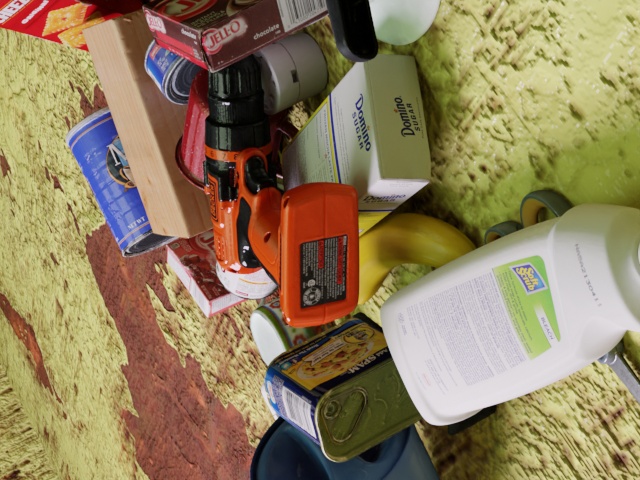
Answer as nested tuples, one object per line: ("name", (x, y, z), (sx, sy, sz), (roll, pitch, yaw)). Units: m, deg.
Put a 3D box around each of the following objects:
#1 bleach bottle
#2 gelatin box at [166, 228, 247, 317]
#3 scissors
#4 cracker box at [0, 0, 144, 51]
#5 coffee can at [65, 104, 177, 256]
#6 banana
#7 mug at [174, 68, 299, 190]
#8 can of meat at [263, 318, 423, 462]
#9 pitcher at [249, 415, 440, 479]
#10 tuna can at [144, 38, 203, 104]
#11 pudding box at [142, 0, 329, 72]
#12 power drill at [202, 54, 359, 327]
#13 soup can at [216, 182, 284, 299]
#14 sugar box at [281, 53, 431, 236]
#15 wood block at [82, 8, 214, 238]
("bleach bottle", (0.130, 0.044, 0.630), (0.251, 0.068, 0.102), (-31, 84, 60))
("gelatin box", (-0.104, 0.026, 1.078), (0.089, 0.073, 0.030), (50, 149, 31))
("scissors", (0.171, 0.046, 0.642), (0.202, 0.016, 0.096), (48, 149, 33))
("cracker box", (-0.266, -0.271, 1.001), (0.164, 0.072, 0.213), (61, -162, 10))
("coffee can", (-0.194, -0.067, 1.136), (0.140, 0.102, 0.103), (63, 154, 6))
("banana", (0.059, 0.014, 0.803), (0.198, 0.037, 0.069), (-10, 101, 63))
("mug", (-0.063, -0.092, 0.897), (0.117, 0.093, 0.082), (29, 138, 12))
("can of meat", (0.020, 0.104, 0.771), (0.084, 0.102, 0.057), (24, 133, 55))
("pitcher", (0.052, 0.247, 0.851), (0.145, 0.149, 0.242), (14, 141, 50))
("tuna can", (-0.105, -0.156, 0.912), (0.034, 0.086, 0.086), (54, 152, 20))
("pudding box", (-0.060, -0.171, 0.783), (0.090, 0.113, 0.039), (33, 145, 48))
("power drill", (-0.035, -0.035, 0.775), (0.188, 0.057, 0.184), (-135, 38, -57))
("soup can", (-0.056, 0.001, 0.972), (0.068, 0.068, 0.102), (55, 152, 21))
("sugar box", (0.022, -0.056, 0.778), (0.176, 0.048, 0.093), (144, 122, -62))
("wood block", (-0.137, -0.115, 1.001), (0.090, 0.090, 0.206), (7, 118, 60))
